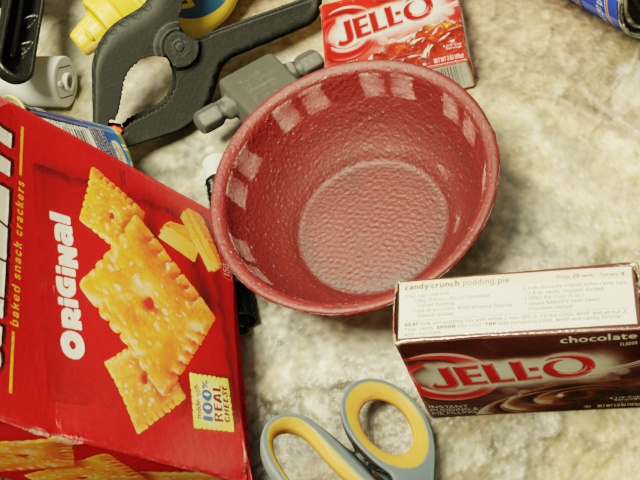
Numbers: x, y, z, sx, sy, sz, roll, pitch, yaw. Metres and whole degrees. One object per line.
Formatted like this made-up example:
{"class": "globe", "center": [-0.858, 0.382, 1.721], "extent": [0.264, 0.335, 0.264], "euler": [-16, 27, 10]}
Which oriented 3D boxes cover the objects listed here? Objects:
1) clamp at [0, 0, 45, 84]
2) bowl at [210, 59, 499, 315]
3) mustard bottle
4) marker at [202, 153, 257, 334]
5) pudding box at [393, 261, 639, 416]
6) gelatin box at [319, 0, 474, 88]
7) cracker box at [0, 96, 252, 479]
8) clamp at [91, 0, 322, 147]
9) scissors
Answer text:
{"class": "clamp", "center": [-0.201, -0.191, 0.740], "extent": [0.210, 0.036, 0.164], "euler": [24, 86, 56]}
{"class": "bowl", "center": [0.023, -0.021, 0.597], "extent": [0.162, 0.055, 0.162], "euler": [-8, 59, 14]}
{"class": "mustard bottle", "center": [-0.089, -0.191, 0.716], "extent": [0.191, 0.058, 0.096], "euler": [-41, 100, -6]}
{"class": "marker", "center": [-0.054, 0.001, 0.631], "extent": [0.020, 0.020, 0.121], "euler": [-17, 57, 9]}
{"class": "pudding box", "center": [0.097, 0.050, 0.510], "extent": [0.113, 0.090, 0.039], "euler": [-7, 59, 14]}
{"class": "gelatin box", "center": [0.046, -0.122, 0.662], "extent": [0.089, 0.030, 0.073], "euler": [-11, 58, 12]}
{"class": "cracker box", "center": [-0.129, 0.031, 0.518], "extent": [0.072, 0.213, 0.164], "euler": [-25, 55, 29]}
{"class": "clamp", "center": [-0.080, -0.124, 0.681], "extent": [0.120, 0.039, 0.171], "euler": [29, 97, -12]}
{"class": "scissors", "center": [0.063, 0.138, 0.512], "extent": [0.202, 0.016, 0.096], "euler": [33, 50, 14]}
